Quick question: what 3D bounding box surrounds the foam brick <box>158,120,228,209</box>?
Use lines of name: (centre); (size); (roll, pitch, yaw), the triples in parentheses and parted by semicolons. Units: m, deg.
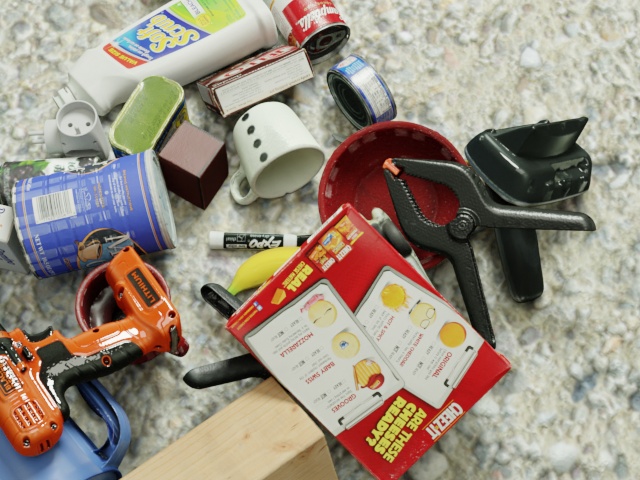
foam brick: (-0.133, -0.080, 1.134); (0.051, 0.078, 0.053); (28, 68, 11)

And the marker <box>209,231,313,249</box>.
marker: (-0.057, 0.001, 1.133); (0.121, 0.020, 0.020); (2, 68, 0)

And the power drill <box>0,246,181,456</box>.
power drill: (-0.236, 0.081, 0.972); (0.187, 0.057, 0.184); (-30, 67, -22)

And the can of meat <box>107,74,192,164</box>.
can of meat: (-0.181, -0.116, 1.144); (0.057, 0.084, 0.102); (24, 70, 8)

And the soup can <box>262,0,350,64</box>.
soup can: (-0.019, -0.260, 1.215); (0.068, 0.068, 0.102); (-26, 70, -11)

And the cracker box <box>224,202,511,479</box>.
cracker box: (0.043, 0.095, 1.001); (0.213, 0.072, 0.164); (45, 94, -2)

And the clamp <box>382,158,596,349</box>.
clamp: (0.154, -0.019, 1.059); (0.165, 0.036, 0.210); (-45, 81, 11)

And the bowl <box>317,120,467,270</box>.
bowl: (0.079, -0.041, 1.120); (0.162, 0.055, 0.162); (0, 85, 4)

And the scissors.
scissors: (0.105, -0.061, 1.163); (0.202, 0.016, 0.096); (8, 68, 3)

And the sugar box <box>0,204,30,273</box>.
sugar box: (-0.388, -0.016, 1.097); (0.176, 0.093, 0.048); (9, 68, 2)

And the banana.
banana: (-0.003, 0.044, 1.110); (0.198, 0.037, 0.069); (6, 91, 4)

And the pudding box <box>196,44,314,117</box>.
pudding box: (-0.072, -0.176, 1.168); (0.113, 0.090, 0.039); (-27, 108, -10)

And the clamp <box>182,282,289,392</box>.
clamp: (-0.052, 0.102, 1.069); (0.171, 0.039, 0.120); (10, 57, -17)

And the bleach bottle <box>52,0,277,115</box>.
bleach bottle: (-0.179, -0.205, 1.192); (0.250, 0.068, 0.103); (-32, 63, -11)

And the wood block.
wood block: (-0.097, 0.232, 0.982); (0.206, 0.091, 0.090); (-33, 49, -16)

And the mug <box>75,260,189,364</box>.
mug: (-0.181, 0.081, 1.065); (0.117, 0.081, 0.093); (27, 70, 10)

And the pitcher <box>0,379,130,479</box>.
pitcher: (-0.300, 0.170, 1.004); (0.149, 0.145, 0.243); (-27, 65, -40)

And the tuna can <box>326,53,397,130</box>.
tuna can: (0.044, -0.159, 1.164); (0.033, 0.086, 0.086); (-36, 73, -13)

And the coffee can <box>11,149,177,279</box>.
coffee can: (-0.224, -0.026, 1.069); (0.140, 0.103, 0.103); (-13, 69, -2)
